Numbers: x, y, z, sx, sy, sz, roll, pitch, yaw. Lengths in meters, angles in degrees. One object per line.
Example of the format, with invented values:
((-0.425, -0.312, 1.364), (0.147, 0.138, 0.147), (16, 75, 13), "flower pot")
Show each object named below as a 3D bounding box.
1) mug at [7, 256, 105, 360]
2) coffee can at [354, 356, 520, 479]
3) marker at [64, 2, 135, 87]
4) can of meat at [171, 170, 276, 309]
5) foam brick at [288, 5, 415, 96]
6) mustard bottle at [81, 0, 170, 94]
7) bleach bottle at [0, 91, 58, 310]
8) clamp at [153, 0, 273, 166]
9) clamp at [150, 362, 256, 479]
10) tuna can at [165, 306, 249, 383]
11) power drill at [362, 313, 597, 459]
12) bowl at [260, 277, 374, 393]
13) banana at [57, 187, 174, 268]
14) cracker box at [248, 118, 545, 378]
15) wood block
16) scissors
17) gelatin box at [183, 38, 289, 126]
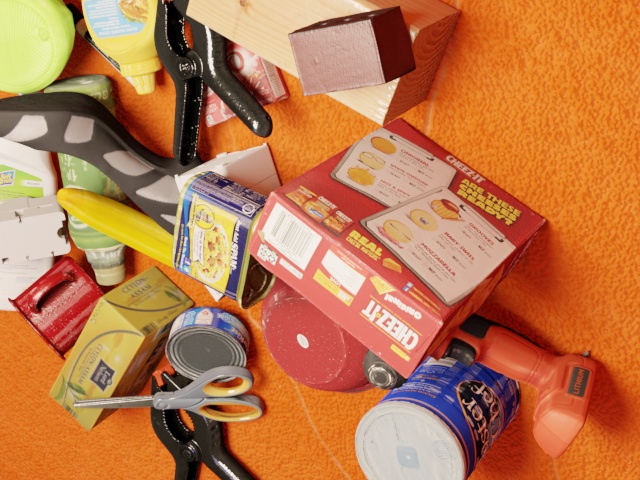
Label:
((-0.284, 0.067, 1.168), (0.093, 0.081, 0.117), (43, 167, 21), "mug")
((0.108, 0.162, 0.962), (0.103, 0.140, 0.103), (12, 116, 27), "coffee can")
((-0.222, -0.201, 1.090), (0.121, 0.020, 0.020), (43, 126, 10), "marker")
((-0.082, -0.003, 0.949), (0.084, 0.057, 0.102), (25, 120, 22), "can of meat")
((0.024, -0.146, 0.826), (0.078, 0.052, 0.051), (-3, 109, 33), "foam brick")
((-0.189, -0.236, 1.029), (0.096, 0.058, 0.191), (0, 109, 30), "mustard bottle")
((-0.331, -0.045, 1.186), (0.068, 0.102, 0.251), (-127, 47, -56), "bleach bottle")
((-0.104, -0.158, 0.983), (0.120, 0.039, 0.171), (-5, 103, 32), "clamp")
((-0.130, 0.237, 1.205), (0.165, 0.036, 0.210), (-6, 106, 34), "clamp")
((-0.118, 0.110, 1.125), (0.086, 0.033, 0.086), (4, 131, 5), "tuna can")
((0.136, 0.104, 0.907), (0.187, 0.184, 0.057), (32, 124, 5), "power drill")
((-0.002, 0.089, 1.053), (0.162, 0.055, 0.162), (13, 116, 28), "bowl")
((-0.179, -0.007, 1.090), (0.197, 0.037, 0.070), (28, 171, -18), "banana")
((0.067, -0.003, 0.873), (0.164, 0.213, 0.072), (37, 126, 14), "cracker box")
((0.000, -0.194, 0.912), (0.206, 0.090, 0.091), (32, 124, 17), "wood block")
((-0.156, 0.159, 1.127), (0.201, 0.016, 0.096), (9, 134, -11), "scissors")
((-0.083, -0.156, 1.015), (0.089, 0.030, 0.073), (-15, 101, 35), "gelatin box")
